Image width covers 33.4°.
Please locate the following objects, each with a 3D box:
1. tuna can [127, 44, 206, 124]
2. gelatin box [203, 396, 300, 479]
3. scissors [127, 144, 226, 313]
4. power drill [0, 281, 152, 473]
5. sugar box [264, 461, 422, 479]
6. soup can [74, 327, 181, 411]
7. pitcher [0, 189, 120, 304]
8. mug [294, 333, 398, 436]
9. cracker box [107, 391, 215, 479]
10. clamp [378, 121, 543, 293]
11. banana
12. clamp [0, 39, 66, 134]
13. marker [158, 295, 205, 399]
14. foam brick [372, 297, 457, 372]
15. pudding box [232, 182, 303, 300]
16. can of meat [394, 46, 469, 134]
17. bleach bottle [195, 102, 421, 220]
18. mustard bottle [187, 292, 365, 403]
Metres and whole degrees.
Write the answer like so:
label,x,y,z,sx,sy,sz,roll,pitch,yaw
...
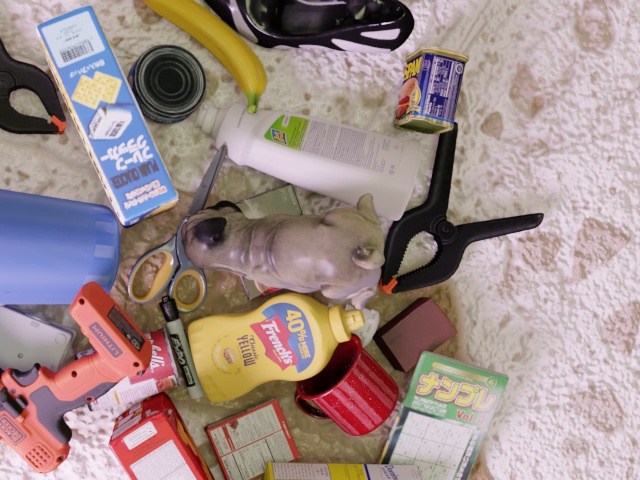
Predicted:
label,x,y,z,sx,sy,sz,roll,pitch,yaw
tuna can,-0.171,-0.175,1.193,0.086,0.034,0.086,3,82,-22
gelatin box,-0.078,0.228,1.208,0.089,0.030,0.073,-23,93,-10
scissors,-0.135,-0.001,1.189,0.096,0.016,0.202,38,98,-16
power drill,-0.281,0.126,1.091,0.188,0.057,0.184,-38,104,13
sugar box,0.023,0.299,1.200,0.176,0.048,0.093,4,114,-7
soup can,-0.210,0.141,1.167,0.102,0.068,0.068,-16,91,-9
pitcher,-0.341,0.011,1.105,0.242,0.149,0.145,6,99,-28
mug,0.025,0.170,1.200,0.117,0.093,0.081,-30,117,27
cracker box,-0.138,0.272,1.128,0.072,0.164,0.213,-32,94,-8
clamp,0.153,-0.011,1.252,0.164,0.036,0.210,38,85,-7
banana,-0.124,-0.227,1.199,0.198,0.069,0.037,44,116,2
clamp,-0.348,-0.181,1.169,0.171,0.039,0.120,27,88,-14
marker,-0.155,0.119,1.193,0.020,0.020,0.121,-18,100,-10
foam brick,0.107,0.108,1.233,0.078,0.051,0.053,-36,93,-10
pudding box,-0.058,0.001,1.214,0.090,0.039,0.113,-20,91,-9
can of meat,0.125,-0.169,1.221,0.057,0.102,0.084,11,88,-10
bleach bottle,-0.016,-0.104,1.206,0.251,0.068,0.102,19,41,-3
mustard bottle,-0.044,0.110,1.173,0.192,0.058,0.096,-17,86,10
